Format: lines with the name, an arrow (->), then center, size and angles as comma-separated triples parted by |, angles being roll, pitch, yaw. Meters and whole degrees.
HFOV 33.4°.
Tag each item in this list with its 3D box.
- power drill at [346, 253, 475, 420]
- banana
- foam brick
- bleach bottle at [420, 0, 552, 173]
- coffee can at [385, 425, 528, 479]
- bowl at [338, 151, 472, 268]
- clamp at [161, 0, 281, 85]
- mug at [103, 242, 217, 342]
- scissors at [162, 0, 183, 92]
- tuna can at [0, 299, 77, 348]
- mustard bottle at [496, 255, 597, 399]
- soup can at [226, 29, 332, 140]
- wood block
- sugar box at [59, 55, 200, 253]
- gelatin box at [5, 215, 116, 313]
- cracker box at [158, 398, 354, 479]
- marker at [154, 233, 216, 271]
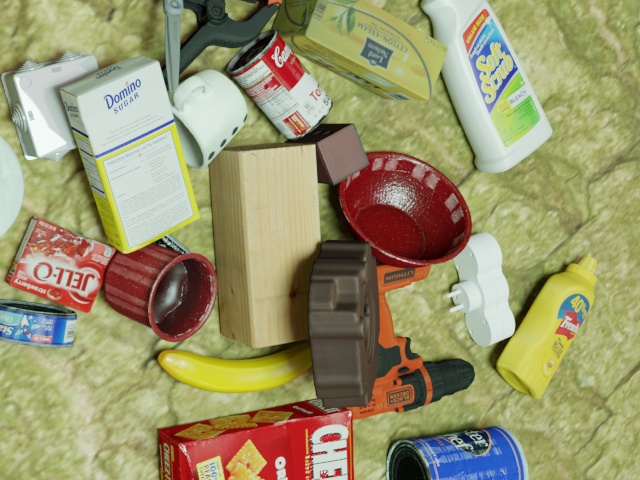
power drill -> 0.099, 0.110, 1.260 | 0.184, 0.057, 0.188 | -11, 101, -26
banana -> -0.083, 0.137, 1.177 | 0.197, 0.037, 0.070 | -7, 112, -23
foam brick -> 0.007, -0.096, 1.175 | 0.053, 0.078, 0.051 | -31, 109, -23
bleach bottle -> 0.180, -0.210, 1.261 | 0.102, 0.068, 0.251 | -37, 109, -19
coffee can -> 0.165, 0.283, 1.291 | 0.140, 0.103, 0.103 | -3, 98, -27
bowl -> 0.088, -0.024, 1.213 | 0.162, 0.055, 0.162 | 12, 49, -14
clamp -> -0.118, -0.225, 1.114 | 0.171, 0.039, 0.120 | -8, 97, -25
mug -> -0.158, 0.048, 1.097 | 0.117, 0.082, 0.093 | 6, 100, -52
scissors -> -0.132, -0.242, 1.072 | 0.096, 0.016, 0.202 | -10, 75, -29
tuna can -> -0.282, 0.081, 1.042 | 0.086, 0.086, 0.034 | 10, 90, -28
mustard bottle -> 0.298, 0.102, 1.358 | 0.191, 0.058, 0.096 | -57, 139, -12
soup can -> -0.043, -0.165, 1.145 | 0.068, 0.069, 0.102 | -48, 114, -14
wood block -> -0.057, 0.002, 1.147 | 0.090, 0.090, 0.206 | -8, 100, -28
sugar box -> -0.184, -0.083, 1.048 | 0.093, 0.048, 0.176 | -29, 123, -28
gelatin box -> -0.261, 0.025, 1.077 | 0.089, 0.030, 0.073 | 25, 85, -28
cracker box -> -0.067, 0.276, 1.187 | 0.213, 0.072, 0.164 | -6, 100, -28
marker -> -0.156, 0.008, 1.136 | 0.121, 0.020, 0.020 | 41, 77, -26
